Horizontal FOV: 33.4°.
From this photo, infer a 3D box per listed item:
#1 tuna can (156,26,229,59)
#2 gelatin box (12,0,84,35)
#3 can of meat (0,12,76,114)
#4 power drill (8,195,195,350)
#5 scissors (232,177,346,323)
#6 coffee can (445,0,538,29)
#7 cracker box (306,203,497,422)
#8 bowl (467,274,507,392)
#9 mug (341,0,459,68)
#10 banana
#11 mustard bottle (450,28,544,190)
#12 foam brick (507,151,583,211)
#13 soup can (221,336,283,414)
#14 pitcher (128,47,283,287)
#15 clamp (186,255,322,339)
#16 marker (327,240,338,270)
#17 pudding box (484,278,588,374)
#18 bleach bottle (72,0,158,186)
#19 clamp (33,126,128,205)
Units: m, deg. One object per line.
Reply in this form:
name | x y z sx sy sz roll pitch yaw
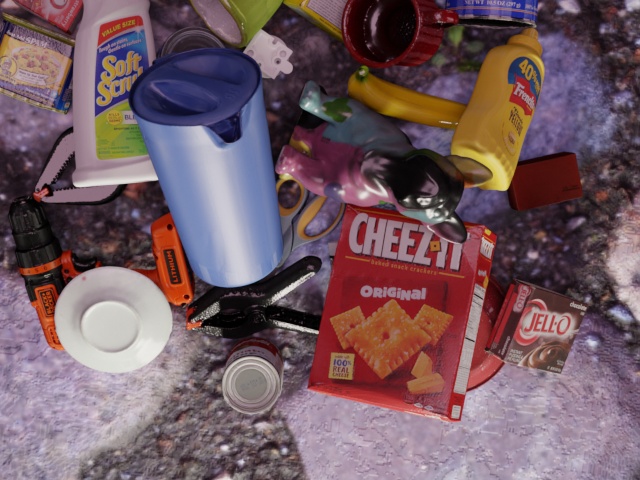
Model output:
tuna can | -0.141 -0.194 1.191 0.086 0.034 0.086 2 85 -18
gelatin box | -0.290 -0.287 1.190 0.073 0.030 0.089 30 87 -3
can of meat | -0.316 -0.196 1.191 0.102 0.057 0.084 21 97 -3
power drill | -0.245 0.023 1.204 0.187 0.057 0.184 -12 111 2
scissors | -0.058 0.002 1.236 0.202 0.016 0.096 -42 93 8
coffee can | 0.191 -0.307 1.164 0.103 0.103 0.140 4 96 -1
cracker box | 0.089 0.078 1.171 0.164 0.072 0.213 10 84 22
bowl | 0.151 0.106 1.231 0.162 0.055 0.162 0 96 -1
mug | 0.092 -0.231 1.141 0.117 0.081 0.093 -6 92 30
banana | 0.099 -0.152 1.185 0.197 0.070 0.037 12 92 -35
mustard bottle | 0.204 -0.157 1.179 0.096 0.058 0.191 46 58 -43
foam brick | 0.252 -0.068 1.216 0.078 0.051 0.053 -12 97 1
soup can | -0.076 0.152 1.208 0.068 0.102 0.068 0 96 -1
pitcher | -0.113 -0.075 1.124 0.145 0.149 0.243 5 134 15
clamp | -0.068 0.068 1.207 0.171 0.039 0.120 -4 126 -5
marker | 0.025 0.061 1.242 0.020 0.020 0.121 -6 96 0
pudding box | 0.246 0.098 1.211 0.113 0.039 0.090 16 98 -43
bleach bottle | -0.227 -0.187 1.152 0.102 0.068 0.251 -7 92 -25
clamp | -0.227 -0.096 1.213 0.210 0.036 0.164 -38 95 -1
